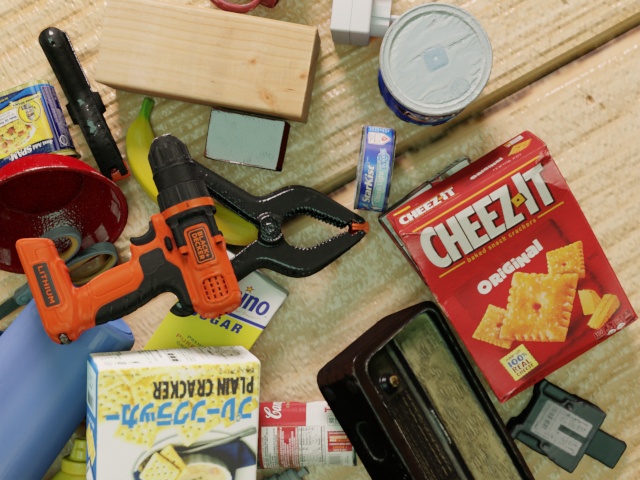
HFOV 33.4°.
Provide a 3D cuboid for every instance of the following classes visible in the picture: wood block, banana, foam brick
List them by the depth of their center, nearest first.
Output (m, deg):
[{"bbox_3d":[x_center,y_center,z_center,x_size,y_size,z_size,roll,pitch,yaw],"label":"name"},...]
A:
[{"bbox_3d":[-0.110,-0.181,1.070,0.206,0.091,0.090,10,92,2],"label":"wood block"},{"bbox_3d":[-0.075,-0.102,1.090,0.078,0.051,0.053,11,93,2],"label":"foam brick"},{"bbox_3d":[-0.139,-0.055,1.102,0.069,0.037,0.198,-42,90,3],"label":"banana"}]

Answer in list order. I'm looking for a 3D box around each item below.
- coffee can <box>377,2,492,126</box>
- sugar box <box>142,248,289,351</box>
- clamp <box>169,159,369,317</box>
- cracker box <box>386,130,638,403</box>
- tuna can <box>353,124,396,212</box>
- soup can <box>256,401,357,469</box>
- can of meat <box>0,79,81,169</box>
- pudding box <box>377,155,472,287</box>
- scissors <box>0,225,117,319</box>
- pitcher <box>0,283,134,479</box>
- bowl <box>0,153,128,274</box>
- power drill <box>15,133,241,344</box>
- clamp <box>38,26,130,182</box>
[{"bbox_3d":[0.107,-0.167,1.035,0.103,0.140,0.103,0,92,2],"label":"coffee can"},{"bbox_3d":[-0.119,0.100,1.102,0.093,0.048,0.176,34,94,1],"label":"sugar box"},{"bbox_3d":[-0.057,0.001,1.069,0.210,0.036,0.164,5,79,-7],"label":"clamp"},{"bbox_3d":[0.190,0.028,1.044,0.164,0.072,0.213,-31,109,3],"label":"cracker box"},{"bbox_3d":[0.054,-0.071,1.068,0.034,0.086,0.086,7,92,0],"label":"tuna can"},{"bbox_3d":[-0.014,0.198,1.089,0.102,0.068,0.068,-1,92,2],"label":"soup can"},{"bbox_3d":[-0.310,-0.109,1.098,0.102,0.057,0.084,-20,89,2],"label":"can of meat"},{"bbox_3d":[0.129,-0.020,1.090,0.113,0.039,0.090,-35,93,5],"label":"pudding box"},{"bbox_3d":[-0.307,0.043,1.095,0.202,0.096,0.016,-24,52,1],"label":"scissors"},{"bbox_3d":[-0.307,0.157,1.079,0.149,0.145,0.243,38,89,-11],"label":"pitcher"},{"bbox_3d":[-0.278,-0.036,1.072,0.162,0.162,0.055,-23,54,3],"label":"bowl"},{"bbox_3d":[-0.185,0.006,1.008,0.187,0.057,0.184,-19,80,-8],"label":"power drill"},{"bbox_3d":[-0.238,-0.139,1.067,0.039,0.120,0.171,-26,95,0],"label":"clamp"}]
